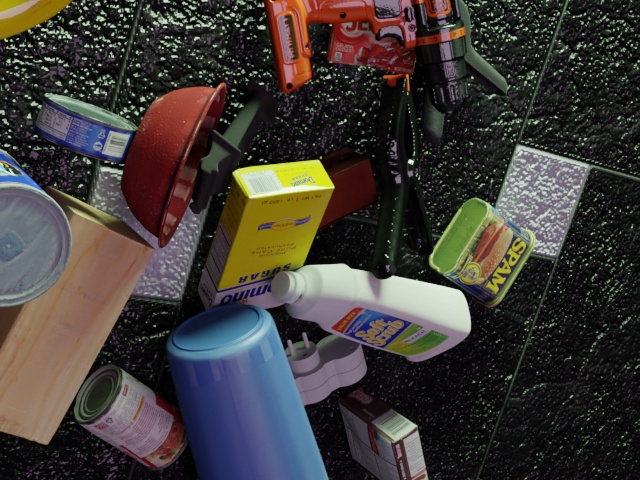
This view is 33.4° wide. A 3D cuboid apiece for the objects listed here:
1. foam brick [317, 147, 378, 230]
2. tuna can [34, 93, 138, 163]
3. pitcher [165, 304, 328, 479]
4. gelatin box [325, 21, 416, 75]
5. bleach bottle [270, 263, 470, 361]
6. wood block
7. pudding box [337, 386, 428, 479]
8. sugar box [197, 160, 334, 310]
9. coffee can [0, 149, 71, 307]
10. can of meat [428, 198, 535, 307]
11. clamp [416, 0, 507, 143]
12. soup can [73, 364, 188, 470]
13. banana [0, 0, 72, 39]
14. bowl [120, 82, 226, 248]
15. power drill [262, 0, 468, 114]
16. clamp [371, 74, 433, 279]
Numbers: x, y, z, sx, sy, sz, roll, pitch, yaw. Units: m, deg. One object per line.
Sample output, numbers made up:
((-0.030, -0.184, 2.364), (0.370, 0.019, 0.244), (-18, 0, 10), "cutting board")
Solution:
((0.012, -0.054, 1.107), (0.078, 0.053, 0.051), (-26, 120, -20), "foam brick")
((-0.208, -0.099, 0.944), (0.086, 0.086, 0.034), (16, 101, -33), "tuna can")
((-0.077, 0.188, 1.071), (0.144, 0.149, 0.243), (-54, 135, -58), "pitcher")
((0.056, -0.210, 1.069), (0.089, 0.030, 0.073), (8, 106, -9), "gelatin box")
((0.045, 0.071, 1.122), (0.250, 0.068, 0.103), (15, 145, -42), "bleach bottle")
((-0.251, 0.068, 0.981), (0.090, 0.091, 0.206), (27, 93, -35), "wood block")
((0.071, 0.230, 1.213), (0.039, 0.114, 0.090), (-27, 120, -22), "pudding box")
((-0.057, 0.001, 1.048), (0.093, 0.048, 0.176), (-8, 139, -27), "sugar box")
((-0.279, -0.016, 0.902), (0.102, 0.140, 0.103), (-11, 113, -26), "coffee can")
((0.185, 0.012, 1.230), (0.083, 0.058, 0.102), (32, 90, -32), "can of meat")
((0.127, -0.191, 1.126), (0.120, 0.039, 0.171), (-46, 119, -24), "clamp")
((-0.189, 0.178, 1.072), (0.068, 0.069, 0.102), (-51, 124, -4), "soup can")
((-0.272, -0.196, 0.889), (0.197, 0.037, 0.069), (-27, 150, -9), "banana")
((-0.140, -0.077, 0.974), (0.055, 0.162, 0.162), (22, 98, -1), "bowl")
((0.046, -0.197, 1.027), (0.187, 0.057, 0.184), (-13, 104, -5), "power drill")
((0.081, -0.065, 1.110), (0.164, 0.036, 0.210), (-37, 124, -65), "clamp")
